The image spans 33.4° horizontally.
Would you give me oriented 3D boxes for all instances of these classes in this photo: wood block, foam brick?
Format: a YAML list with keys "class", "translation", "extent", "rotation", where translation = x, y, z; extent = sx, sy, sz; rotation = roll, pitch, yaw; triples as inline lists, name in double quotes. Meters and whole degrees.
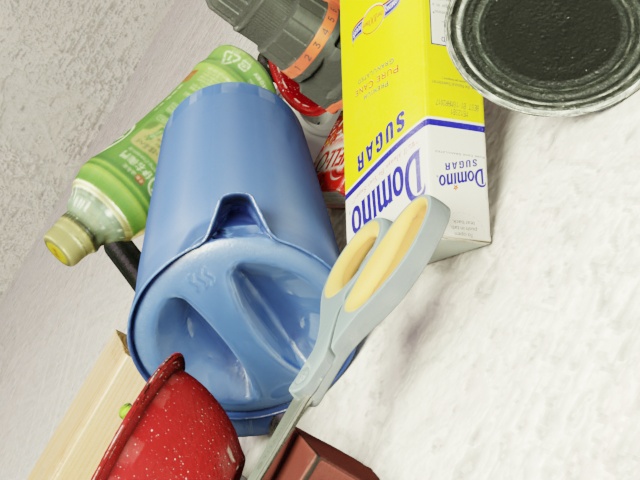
- class: "wood block"
  translation: [-0.161, 0.182, 0.785]
  extent: [0.206, 0.090, 0.090]
  rotation: [-60, 17, -1]
- class: "foam brick"
  translation: [-0.008, 0.138, 0.514]
  extent: [0.078, 0.051, 0.053]
  rotation: [-59, 17, 0]

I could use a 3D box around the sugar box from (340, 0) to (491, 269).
- class: "sugar box"
  translation: [0.050, -0.076, 0.603]
  extent: [0.093, 0.048, 0.176]
  rotation: [-24, 62, 61]

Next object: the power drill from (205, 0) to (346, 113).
- class: "power drill"
  translation: [0.020, -0.171, 0.713]
  extent: [0.057, 0.184, 0.187]
  rotation: [-30, 34, 49]

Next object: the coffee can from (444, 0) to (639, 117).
- class: "coffee can"
  translation: [0.122, -0.147, 0.538]
  extent: [0.103, 0.102, 0.140]
  rotation: [-40, 26, 46]

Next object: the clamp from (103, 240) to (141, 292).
- class: "clamp"
  translation: [-0.125, 0.066, 0.905]
  extent: [0.039, 0.120, 0.172]
  rotation: [-39, 36, -7]

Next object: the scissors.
- class: "scissors"
  translation: [-0.004, 0.060, 0.532]
  extent: [0.202, 0.016, 0.096]
  rotation: [-54, 15, 0]

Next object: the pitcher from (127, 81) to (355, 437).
- class: "pitcher"
  translation: [-0.055, 0.001, 0.710]
  extent: [0.149, 0.145, 0.243]
  rotation: [-44, 27, 20]

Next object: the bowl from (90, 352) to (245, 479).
- class: "bowl"
  translation: [-0.080, 0.139, 0.528]
  extent: [0.162, 0.055, 0.162]
  rotation: [24, -92, -86]

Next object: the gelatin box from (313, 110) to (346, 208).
- class: "gelatin box"
  translation: [0.024, -0.061, 0.777]
  extent: [0.073, 0.030, 0.089]
  rotation: [-62, 18, -7]
